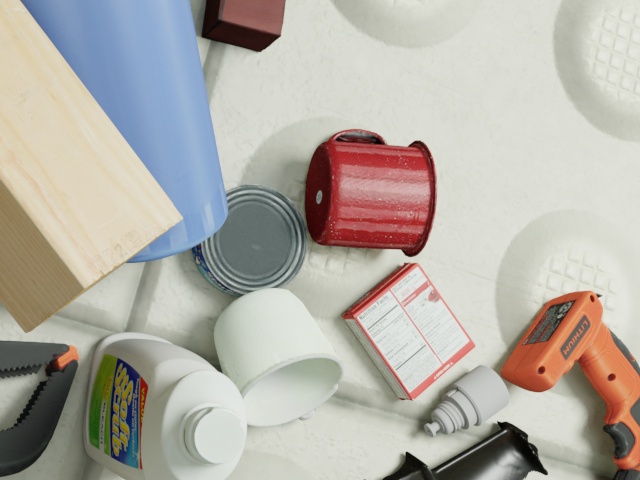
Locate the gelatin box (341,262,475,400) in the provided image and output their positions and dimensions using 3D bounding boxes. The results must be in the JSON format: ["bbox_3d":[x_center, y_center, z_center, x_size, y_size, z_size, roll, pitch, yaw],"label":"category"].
[{"bbox_3d":[0.071,0.073,0.867,0.073,0.030,0.089,-38,98,-19],"label":"gelatin box"}]

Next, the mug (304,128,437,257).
[{"bbox_3d":[0.035,-0.044,0.841,0.081,0.093,0.117,3,52,-16],"label":"mug"}]

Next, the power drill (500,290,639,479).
[{"bbox_3d":[0.239,0.150,0.900,0.187,0.057,0.184,47,60,-13],"label":"power drill"}]

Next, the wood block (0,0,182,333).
[{"bbox_3d":[-0.192,-0.060,0.645,0.206,0.091,0.090,53,47,-4],"label":"wood block"}]

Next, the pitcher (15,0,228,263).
[{"bbox_3d":[-0.144,-0.115,0.731,0.145,0.149,0.243,-3,115,19],"label":"pitcher"}]

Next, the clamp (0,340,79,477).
[{"bbox_3d":[-0.249,0.119,0.698,0.164,0.036,0.209,52,47,-6],"label":"clamp"}]

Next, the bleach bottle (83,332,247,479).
[{"bbox_3d":[-0.097,0.107,0.679,0.068,0.251,0.102,11,80,-20],"label":"bleach bottle"}]

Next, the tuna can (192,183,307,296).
[{"bbox_3d":[-0.055,0.001,0.824,0.086,0.034,0.086,2,83,-21],"label":"tuna can"}]

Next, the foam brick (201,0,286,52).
[{"bbox_3d":[-0.058,-0.195,0.834,0.051,0.053,0.078,10,82,-20],"label":"foam brick"}]
